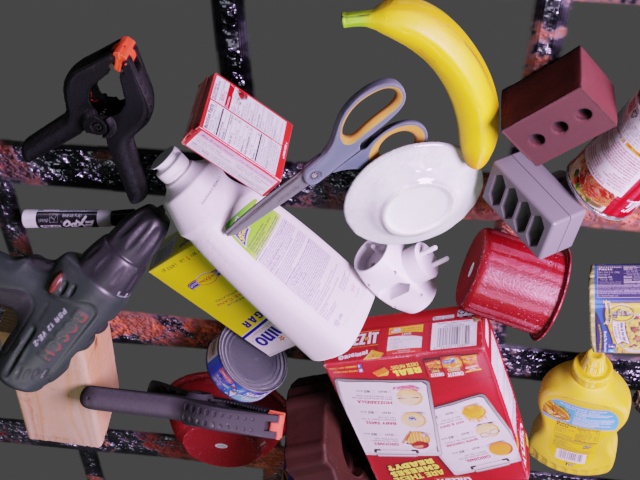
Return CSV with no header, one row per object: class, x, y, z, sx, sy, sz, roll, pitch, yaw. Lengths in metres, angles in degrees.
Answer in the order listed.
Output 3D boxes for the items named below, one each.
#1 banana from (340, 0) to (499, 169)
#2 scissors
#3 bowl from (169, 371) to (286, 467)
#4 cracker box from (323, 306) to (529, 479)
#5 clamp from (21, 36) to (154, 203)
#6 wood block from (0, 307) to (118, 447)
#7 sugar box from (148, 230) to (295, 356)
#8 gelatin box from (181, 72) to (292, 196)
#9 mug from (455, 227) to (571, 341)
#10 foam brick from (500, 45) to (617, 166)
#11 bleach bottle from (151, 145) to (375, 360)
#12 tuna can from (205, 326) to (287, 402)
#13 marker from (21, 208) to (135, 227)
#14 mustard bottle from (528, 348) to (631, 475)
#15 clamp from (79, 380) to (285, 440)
banana,0.101,-0.133,0.860,0.070,0.037,0.197,-19,131,35
scissors,0.013,-0.057,0.931,0.096,0.016,0.202,27,118,-33
bowl,-0.115,0.225,1.281,0.162,0.055,0.162,5,138,4
cracker box,0.114,0.166,1.106,0.164,0.072,0.213,-9,130,18
clamp,-0.185,-0.102,0.944,0.120,0.039,0.172,24,136,-19
wood block,-0.285,0.133,1.183,0.090,0.090,0.206,7,138,2
sugar box,-0.077,0.047,1.084,0.093,0.048,0.176,-28,125,35
gelatin box,-0.070,-0.090,0.910,0.089,0.073,0.030,32,133,-23
mug,0.176,0.038,1.007,0.081,0.093,0.117,18,174,-3
foam brick,0.192,-0.107,0.859,0.078,0.051,0.053,-29,126,35
bleach bottle,-0.057,0.001,1.005,0.068,0.102,0.250,-22,122,43
tuna can,-0.080,0.130,1.146,0.086,0.086,0.034,29,136,-21
marker,-0.236,-0.022,1.056,0.121,0.020,0.020,0,137,10
mustard bottle,0.283,0.180,1.154,0.096,0.058,0.192,13,140,14
clamp,-0.136,0.183,1.172,0.210,0.036,0.164,8,179,12
